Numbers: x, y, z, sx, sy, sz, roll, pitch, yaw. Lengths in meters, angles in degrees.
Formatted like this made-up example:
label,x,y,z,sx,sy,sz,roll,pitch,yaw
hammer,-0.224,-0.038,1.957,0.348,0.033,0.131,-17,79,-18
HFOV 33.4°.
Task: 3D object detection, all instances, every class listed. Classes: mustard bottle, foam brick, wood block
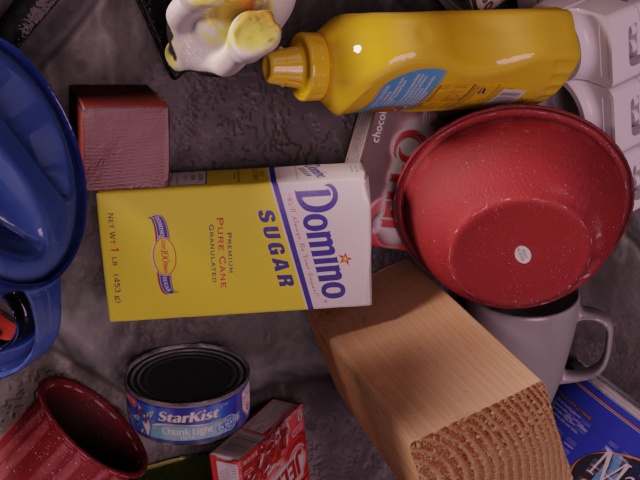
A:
label,x,y,z,sx,sy,sz,roll,pitch,yaw
mustard bottle,0.057,-0.110,0.663,0.191,0.096,0.058,-6,82,-21
foam brick,-0.126,-0.065,0.663,0.053,0.078,0.051,-3,108,-18
wood block,0.072,0.101,0.718,0.090,0.206,0.090,-25,115,-9

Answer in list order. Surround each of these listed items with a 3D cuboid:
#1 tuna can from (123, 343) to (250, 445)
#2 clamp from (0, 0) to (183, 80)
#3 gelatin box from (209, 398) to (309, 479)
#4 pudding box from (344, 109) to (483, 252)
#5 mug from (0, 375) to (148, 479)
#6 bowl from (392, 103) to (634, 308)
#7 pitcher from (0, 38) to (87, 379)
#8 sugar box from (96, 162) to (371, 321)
label,x,y,z,sx,sy,sz,roll,pitch,yaw
tuna can,-0.091,0.105,0.732,0.086,0.086,0.034,-7,113,-16
clamp,-0.137,-0.179,0.639,0.120,0.039,0.171,-8,113,-26
gelatin box,-0.041,0.167,0.776,0.089,0.030,0.073,-34,125,-54
pudding box,0.063,-0.049,0.753,0.090,0.039,0.113,8,106,-20
mug,-0.170,0.160,0.715,0.081,0.117,0.093,-47,161,7
bowl,0.129,-0.007,0.704,0.162,0.055,0.162,2,129,2
pitcher,-0.251,-0.002,0.559,0.243,0.149,0.145,-16,145,22
sugar box,-0.055,0.001,0.709,0.176,0.048,0.093,-3,110,-2
